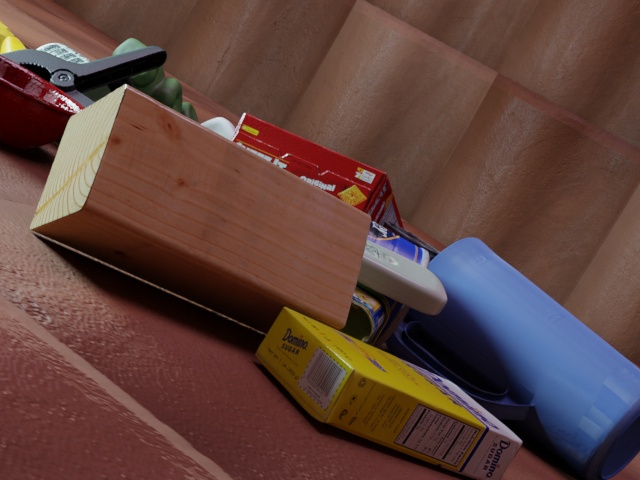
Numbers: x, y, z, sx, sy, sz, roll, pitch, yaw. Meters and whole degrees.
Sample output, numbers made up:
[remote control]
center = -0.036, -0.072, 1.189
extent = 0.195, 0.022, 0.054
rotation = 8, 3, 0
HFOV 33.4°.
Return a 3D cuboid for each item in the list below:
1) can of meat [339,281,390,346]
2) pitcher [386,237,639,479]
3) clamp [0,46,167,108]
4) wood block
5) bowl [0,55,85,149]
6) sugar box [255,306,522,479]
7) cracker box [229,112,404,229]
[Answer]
[can of meat]
center = 0.002, 0.054, 0.870
extent = 0.102, 0.057, 0.084
rotation = 32, 8, 7
[pitcher]
center = 0.188, 0.117, 1.002
extent = 0.243, 0.149, 0.145
rotation = 39, -5, 33
[clamp]
center = -0.252, -0.142, 1.064
extent = 0.209, 0.036, 0.164
rotation = 2, 49, -17
[wood block]
center = -0.077, -0.011, 0.736
extent = 0.205, 0.090, 0.091
rotation = 27, -23, -30
[bowl]
center = -0.286, -0.127, 0.946
extent = 0.162, 0.055, 0.162
rotation = 30, 6, -4
[sugar box]
center = 0.049, 0.107, 0.724
extent = 0.176, 0.048, 0.093
rotation = 24, 9, -38
[cracker box]
center = -0.004, -0.037, 1.137
extent = 0.164, 0.072, 0.213
rotation = 24, -11, 16
